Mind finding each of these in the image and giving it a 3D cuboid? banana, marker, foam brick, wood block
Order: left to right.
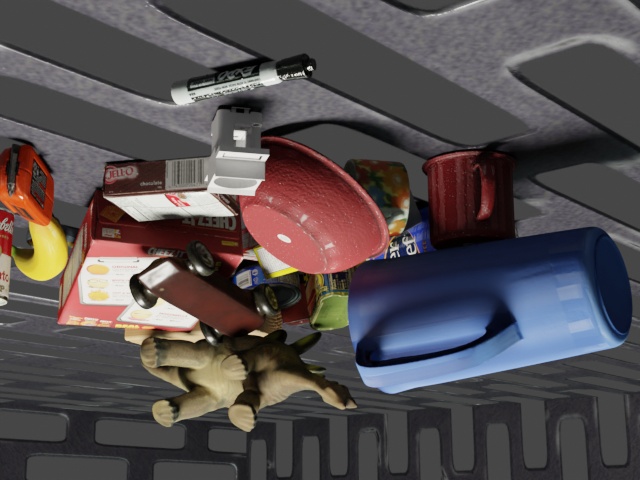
[{"bbox_3d":[-0.319,0.012,1.212,0.069,0.037,0.198,33,155,-17],"label":"banana"},{"bbox_3d":[-0.165,0.097,1.512,0.206,0.091,0.090,-6,163,23],"label":"wood block"},{"bbox_3d":[-0.058,-0.123,0.811,0.121,0.020,0.020,-8,164,26],"label":"marker"},{"bbox_3d":[-0.011,0.080,1.421,0.078,0.051,0.053,-13,169,15],"label":"foam brick"}]

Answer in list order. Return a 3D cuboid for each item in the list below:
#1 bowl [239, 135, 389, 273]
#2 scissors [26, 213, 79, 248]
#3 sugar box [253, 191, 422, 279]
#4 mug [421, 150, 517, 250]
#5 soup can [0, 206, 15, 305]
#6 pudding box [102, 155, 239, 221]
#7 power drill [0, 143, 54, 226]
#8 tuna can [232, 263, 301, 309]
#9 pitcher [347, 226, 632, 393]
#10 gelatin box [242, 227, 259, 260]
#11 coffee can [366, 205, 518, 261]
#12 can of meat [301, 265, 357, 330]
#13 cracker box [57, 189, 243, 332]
[{"bbox_3d":[-0.019,-0.020,0.974,0.162,0.055,0.162,29,154,15],"label":"bowl"},{"bbox_3d":[-0.291,-0.014,1.227,0.096,0.016,0.202,9,164,-20],"label":"scissors"},{"bbox_3d":[0.016,-0.005,1.151,0.093,0.048,0.177,-26,-173,-39],"label":"sugar box"},{"bbox_3d":[0.147,-0.037,1.019,0.093,0.081,0.117,2,165,-8],"label":"mug"},{"bbox_3d":[-0.376,0.017,1.179,0.068,0.102,0.068,0,165,0],"label":"soup can"},{"bbox_3d":[-0.146,-0.050,1.054,0.113,0.039,0.090,-2,166,13],"label":"pudding box"},{"bbox_3d":[-0.356,-0.047,1.020,0.187,0.057,0.184,0,165,-1],"label":"power drill"},{"bbox_3d":[-0.068,0.059,1.350,0.086,0.034,0.086,-6,156,-3],"label":"tuna can"},{"bbox_3d":[0.152,0.067,0.984,0.243,0.149,0.144,-13,152,32],"label":"pitcher"},{"bbox_3d":[-0.058,0.002,1.268,0.073,0.030,0.089,9,163,-36],"label":"gelatin box"},{"bbox_3d":[0.131,0.011,1.161,0.102,0.103,0.141,9,163,-31],"label":"coffee can"},{"bbox_3d":[0.013,0.052,1.306,0.057,0.084,0.102,-1,150,-13],"label":"can of meat"},{"bbox_3d":[-0.197,0.029,1.205,0.164,0.072,0.214,6,150,-21],"label":"cracker box"}]
